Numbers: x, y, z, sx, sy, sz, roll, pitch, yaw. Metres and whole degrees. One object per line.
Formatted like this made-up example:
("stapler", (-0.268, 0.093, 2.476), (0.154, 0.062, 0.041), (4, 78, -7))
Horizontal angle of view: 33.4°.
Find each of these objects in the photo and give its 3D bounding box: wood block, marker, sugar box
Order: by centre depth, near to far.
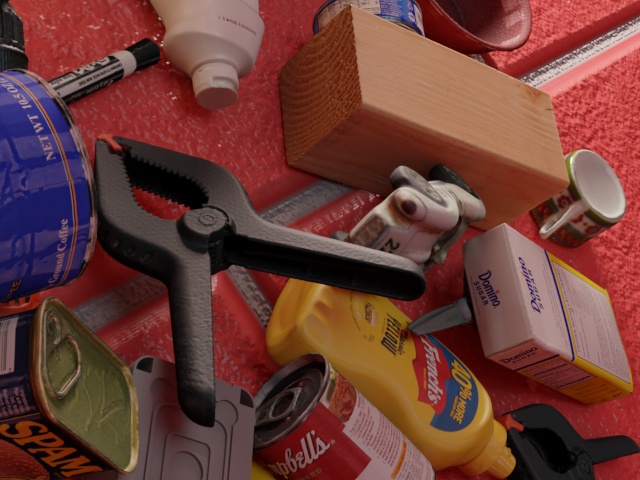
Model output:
("marker", (-0.144, -0.104, 0.678), (0.020, 0.020, 0.120), (52, 43, -1))
("sugar box", (0.172, 0.060, 0.798), (0.176, 0.048, 0.093), (25, 47, -45))
("wood block", (0.079, -0.086, 0.809), (0.205, 0.090, 0.091), (16, 54, -34))

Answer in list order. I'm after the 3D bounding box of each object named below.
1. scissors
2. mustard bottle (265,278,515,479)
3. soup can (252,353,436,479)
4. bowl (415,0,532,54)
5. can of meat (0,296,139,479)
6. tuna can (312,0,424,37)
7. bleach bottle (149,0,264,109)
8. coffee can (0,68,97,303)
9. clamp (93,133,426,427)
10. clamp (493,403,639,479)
("scissors", (0.113, 0.065, 0.759), (0.096, 0.016, 0.201), (60, 27, -5))
("mustard bottle", (0.054, 0.094, 0.693), (0.191, 0.058, 0.096), (40, 31, -15))
("soup can", (0.011, 0.124, 0.621), (0.102, 0.069, 0.068), (46, 43, -19))
("bowl", (0.114, -0.224, 0.954), (0.161, 0.055, 0.162), (22, 51, -30))
("can of meat", (-0.140, 0.075, 0.482), (0.102, 0.084, 0.057), (63, 17, -57))
("tuna can", (0.037, -0.155, 0.820), (0.086, 0.086, 0.034), (16, 56, -34))
("bleach bottle", (-0.094, -0.209, 0.759), (0.102, 0.068, 0.251), (11, 59, -39))
("coffee can", (-0.180, -0.012, 0.443), (0.140, 0.103, 0.103), (-18, 76, -41))
("clamp", (-0.054, 0.001, 0.606), (0.164, 0.036, 0.210), (-21, 50, -31))
("clamp", (0.183, 0.162, 0.776), (0.171, 0.039, 0.120), (43, 36, -22))
